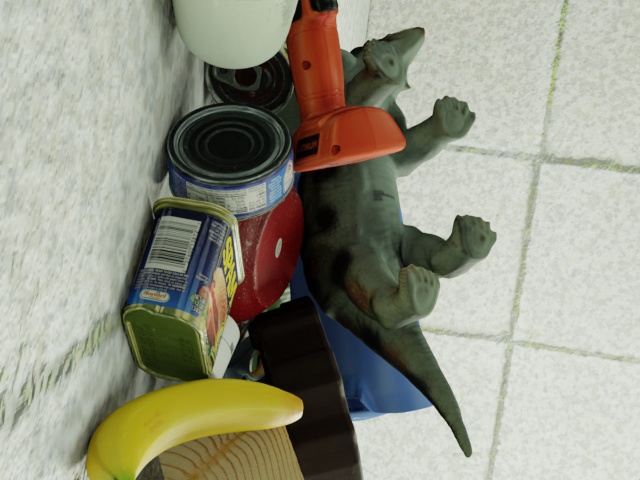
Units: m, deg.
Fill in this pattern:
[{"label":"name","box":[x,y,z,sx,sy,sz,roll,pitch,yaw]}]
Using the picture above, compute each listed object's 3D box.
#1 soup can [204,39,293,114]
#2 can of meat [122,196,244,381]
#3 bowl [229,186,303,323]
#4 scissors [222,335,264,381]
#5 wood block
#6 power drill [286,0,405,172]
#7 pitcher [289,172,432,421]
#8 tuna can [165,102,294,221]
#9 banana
[{"label":"soup can","box":[-0.047,-0.148,0.839,0.102,0.068,0.068,-77,173,-56]},{"label":"can of meat","box":[-0.089,0.035,0.698,0.102,0.057,0.084,90,12,-57]},{"label":"bowl","box":[-0.055,0.001,0.824,0.162,0.055,0.162,13,90,-71]},{"label":"scissors","box":[-0.078,0.098,0.891,0.201,0.016,0.096,67,39,-56]},{"label":"wood block","box":[-0.066,0.195,0.816,0.206,0.090,0.090,96,-25,-67]},{"label":"power drill","box":[0.007,-0.144,0.706,0.185,0.057,0.187,172,-91,-73]},{"label":"pitcher","box":[0.032,0.051,1.038,0.149,0.144,0.243,-13,-99,57]},{"label":"tuna can","box":[-0.060,-0.054,0.714,0.034,0.086,0.086,90,8,-46]},{"label":"banana","box":[-0.084,0.118,0.661,0.197,0.070,0.037,-19,143,-60]}]
